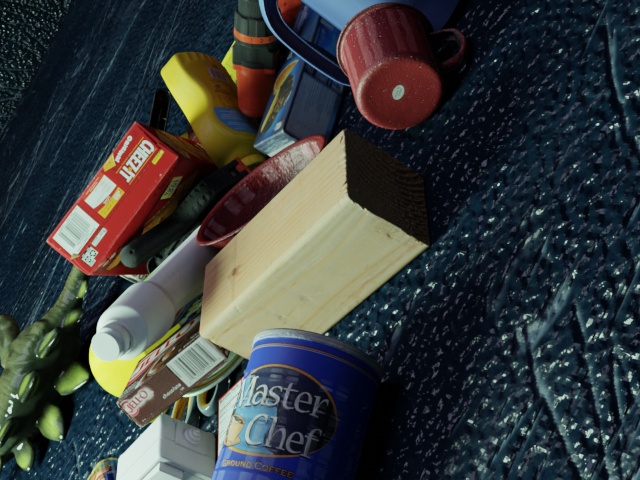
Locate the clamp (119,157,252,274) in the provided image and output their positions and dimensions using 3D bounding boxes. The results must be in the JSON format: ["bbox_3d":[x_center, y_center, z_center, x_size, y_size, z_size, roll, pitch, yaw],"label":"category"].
[{"bbox_3d":[-0.144,-0.020,1.178,0.171,0.039,0.120,-40,-5,-9],"label":"clamp"}]

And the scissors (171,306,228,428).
[{"bbox_3d":[-0.116,0.116,1.102,0.096,0.016,0.201,-33,37,42],"label":"scissors"}]

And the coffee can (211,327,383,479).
[{"bbox_3d":[-0.020,0.149,0.785,0.103,0.102,0.140,-21,45,53],"label":"coffee can"}]

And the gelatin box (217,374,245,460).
[{"bbox_3d":[-0.058,0.157,0.935,0.073,0.030,0.089,-47,29,30],"label":"gelatin box"}]

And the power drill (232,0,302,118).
[{"bbox_3d":[-0.055,-0.258,1.218,0.187,0.057,0.184,-68,-13,-50],"label":"power drill"}]

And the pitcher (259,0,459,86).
[{"bbox_3d":[0.006,-0.270,1.012,0.145,0.242,0.149,-32,37,49],"label":"pitcher"}]

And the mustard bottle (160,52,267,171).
[{"bbox_3d":[-0.109,-0.132,1.236,0.058,0.096,0.192,-43,60,22],"label":"mustard bottle"}]

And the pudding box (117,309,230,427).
[{"bbox_3d":[-0.131,0.113,0.998,0.114,0.039,0.090,-37,14,15],"label":"pudding box"}]

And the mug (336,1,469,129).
[{"bbox_3d":[0.077,-0.158,0.961,0.117,0.093,0.081,-16,42,5],"label":"mug"}]

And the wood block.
[{"bbox_3d":[-0.009,0.013,0.924,0.206,0.090,0.091,-42,32,34],"label":"wood block"}]

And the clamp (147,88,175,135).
[{"bbox_3d":[-0.230,-0.086,1.428,0.164,0.036,0.210,-115,40,-66],"label":"clamp"}]

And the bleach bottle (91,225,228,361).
[{"bbox_3d":[-0.150,0.055,1.040,0.103,0.068,0.250,-45,0,29],"label":"bleach bottle"}]

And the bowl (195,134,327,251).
[{"bbox_3d":[-0.043,-0.032,1.040,0.162,0.055,0.162,-36,17,13],"label":"bowl"}]

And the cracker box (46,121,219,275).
[{"bbox_3d":[-0.194,-0.040,1.213,0.164,0.072,0.213,-52,-11,6],"label":"cracker box"}]
